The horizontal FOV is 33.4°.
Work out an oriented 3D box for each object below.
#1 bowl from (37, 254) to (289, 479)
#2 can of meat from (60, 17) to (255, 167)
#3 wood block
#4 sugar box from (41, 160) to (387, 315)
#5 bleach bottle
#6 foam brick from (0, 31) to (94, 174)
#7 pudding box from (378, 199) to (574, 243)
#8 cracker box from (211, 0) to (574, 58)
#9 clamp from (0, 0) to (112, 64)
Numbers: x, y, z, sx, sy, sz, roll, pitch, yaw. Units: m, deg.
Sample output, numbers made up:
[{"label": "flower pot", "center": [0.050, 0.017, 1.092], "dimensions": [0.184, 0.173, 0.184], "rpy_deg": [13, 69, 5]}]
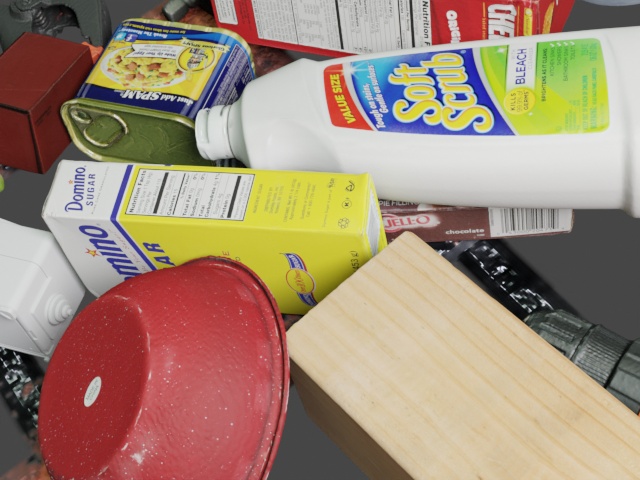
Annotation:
[{"label": "bowl", "center": [-0.089, 0.077, 0.519], "dimensions": [0.162, 0.055, 0.162], "rpy_deg": [-23, 57, 39]}, {"label": "can of meat", "center": [-0.101, -0.093, 0.685], "dimensions": [0.102, 0.057, 0.084], "rpy_deg": [11, 57, 17]}, {"label": "wood block", "center": [0.084, 0.102, 0.497], "dimensions": [0.090, 0.091, 0.206], "rpy_deg": [-39, 58, -16]}, {"label": "sugar box", "center": [-0.054, 0.001, 0.590], "dimensions": [0.176, 0.093, 0.048], "rpy_deg": [1, 56, 12]}, {"label": "bleach bottle", "center": [0.053, -0.059, 0.583], "dimensions": [0.251, 0.068, 0.102], "rpy_deg": [-2, 55, 14]}, {"label": "foam brick", "center": [-0.185, -0.090, 0.689], "dimensions": [0.051, 0.053, 0.078], "rpy_deg": [14, 45, 15]}, {"label": "pudding box", "center": [0.089, -0.045, 0.627], "dimensions": [0.113, 0.039, 0.090], "rpy_deg": [-2, 56, 9]}, {"label": "cracker box", "center": [0.056, -0.189, 0.682], "dimensions": [0.214, 0.072, 0.164], "rpy_deg": [13, 52, 21]}, {"label": "clamp", "center": [-0.212, -0.157, 0.761], "dimensions": [0.120, 0.039, 0.172], "rpy_deg": [-41, 56, -2]}]
